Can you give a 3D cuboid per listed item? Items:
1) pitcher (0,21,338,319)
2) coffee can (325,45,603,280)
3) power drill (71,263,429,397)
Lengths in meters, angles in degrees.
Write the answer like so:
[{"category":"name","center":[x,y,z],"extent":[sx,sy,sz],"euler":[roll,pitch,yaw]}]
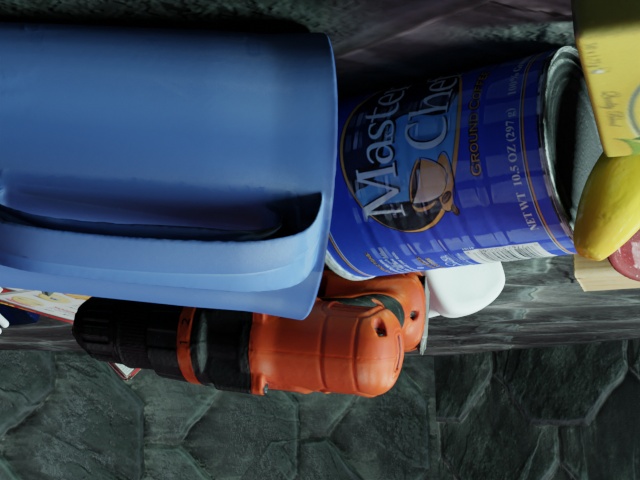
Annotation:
[{"category":"pitcher","center":[-0.115,-0.032,0.467],"extent":[0.242,0.145,0.149],"euler":[3,160,-10]},{"category":"coffee can","center":[0.072,-0.037,0.559],"extent":[0.141,0.103,0.102],"euler":[-8,169,34]},{"category":"power drill","center":[-0.024,0.048,0.621],"extent":[0.185,0.057,0.187],"euler":[5,-173,20]}]
